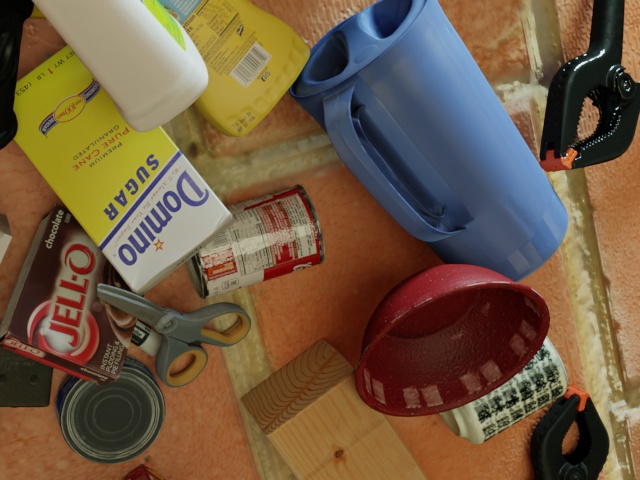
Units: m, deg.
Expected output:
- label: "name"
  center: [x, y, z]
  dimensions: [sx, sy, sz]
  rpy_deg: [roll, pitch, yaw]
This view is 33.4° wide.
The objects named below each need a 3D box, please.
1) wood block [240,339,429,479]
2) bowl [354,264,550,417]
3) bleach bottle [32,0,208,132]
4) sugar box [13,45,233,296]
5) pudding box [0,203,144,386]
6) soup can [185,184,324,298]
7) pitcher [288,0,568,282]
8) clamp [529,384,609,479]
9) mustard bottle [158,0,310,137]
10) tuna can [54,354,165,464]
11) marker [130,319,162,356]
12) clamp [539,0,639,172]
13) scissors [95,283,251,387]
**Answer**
- label: "wood block"
  center: [0.033, 0.200, 0.912]
  dimensions: [0.090, 0.090, 0.206]
  rpy_deg: [-35, 110, -8]
- label: "bowl"
  center: [0.095, 0.069, 0.839]
  dimensions: [0.162, 0.055, 0.162]
  rpy_deg: [-13, 139, -12]
- label: "bleach bottle"
  center: [-0.170, -0.183, 0.664]
  dimensions: [0.068, 0.103, 0.250]
  rpy_deg: [-35, 133, 5]
- label: "sugar box"
  center: [-0.153, -0.055, 0.789]
  dimensions: [0.093, 0.048, 0.176]
  rpy_deg: [-39, 86, -7]
- label: "pudding box"
  center: [-0.183, 0.042, 0.806]
  dimensions: [0.090, 0.039, 0.113]
  rpy_deg: [27, 57, -26]
- label: "soup can"
  center: [-0.056, 0.001, 0.853]
  dimensions: [0.102, 0.069, 0.068]
  rpy_deg: [-17, 106, -14]
- label: "pitcher"
  center: [0.092, -0.068, 0.853]
  dimensions: [0.149, 0.145, 0.242]
  rpy_deg: [-44, 114, -7]
- label: "clamp"
  center: [0.223, 0.225, 1.009]
  dimensions: [0.120, 0.039, 0.171]
  rpy_deg: [-6, 96, -22]
- label: "mustard bottle"
  center: [-0.104, -0.173, 0.807]
  dimensions: [0.191, 0.058, 0.096]
  rpy_deg: [42, 81, -21]
- label: "tuna can"
  center: [-0.169, 0.136, 0.860]
  dimensions: [0.086, 0.034, 0.086]
  rpy_deg: [-4, 102, -18]
- label: "marker"
  center: [-0.176, 0.052, 0.849]
  dimensions: [0.121, 0.020, 0.020]
  rpy_deg: [38, 87, -21]
- label: "clamp"
  center: [0.259, -0.130, 0.925]
  dimensions: [0.164, 0.036, 0.210]
  rpy_deg: [41, 67, -22]
- label: "scissors"
  center: [-0.125, 0.076, 0.814]
  dimensions: [0.096, 0.016, 0.201]
  rpy_deg: [-52, 152, 16]
